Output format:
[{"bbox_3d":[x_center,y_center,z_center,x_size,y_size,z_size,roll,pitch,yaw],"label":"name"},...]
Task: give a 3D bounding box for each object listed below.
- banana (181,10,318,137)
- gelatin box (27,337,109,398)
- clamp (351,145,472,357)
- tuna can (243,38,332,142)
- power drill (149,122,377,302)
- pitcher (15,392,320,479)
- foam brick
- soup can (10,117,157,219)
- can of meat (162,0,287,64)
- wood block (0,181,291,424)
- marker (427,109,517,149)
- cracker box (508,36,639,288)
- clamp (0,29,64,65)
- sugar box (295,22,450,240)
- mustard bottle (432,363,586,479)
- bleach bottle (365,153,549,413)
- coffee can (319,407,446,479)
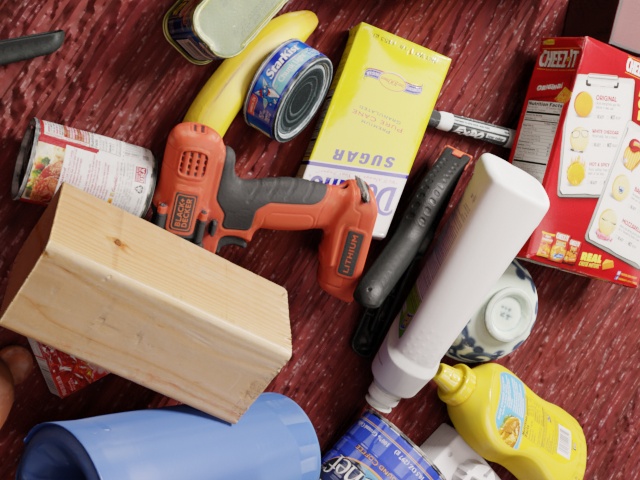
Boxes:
[{"bbox_3d":[-0.071,-0.129,0.919,0.037,0.069,0.198,33,85,16],"label":"banana"},{"bbox_3d":[-0.206,0.076,0.897,0.073,0.030,0.089,-28,109,-28],"label":"gelatin box"},{"bbox_3d":[0.080,0.007,0.983,0.036,0.165,0.209,27,64,10],"label":"clamp"},{"bbox_3d":[-0.027,-0.128,0.916,0.034,0.086,0.086,33,83,17],"label":"tuna can"},{"bbox_3d":[-0.056,0.001,0.908,0.187,0.057,0.184,9,116,-14],"label":"power drill"},{"bbox_3d":[-0.110,0.200,0.867,0.242,0.145,0.149,-5,73,-46],"label":"pitcher"},{"bbox_3d":[0.282,-0.208,1.038,0.051,0.078,0.053,11,95,-26],"label":"foam brick"},{"bbox_3d":[-0.192,-0.054,0.869,0.102,0.069,0.068,14,92,-24],"label":"soup can"},{"bbox_3d":[-0.075,-0.196,0.887,0.057,0.084,0.102,43,81,-22],"label":"can of meat"},{"bbox_3d":[-0.134,0.051,0.842,0.205,0.091,0.090,27,118,-21],"label":"wood block"},{"bbox_3d":[0.139,-0.109,1.025,0.121,0.020,0.020,11,94,-24],"label":"marker"},{"bbox_3d":[0.264,-0.074,1.046,0.163,0.072,0.214,14,92,-34],"label":"cracker box"},{"bbox_3d":[-0.287,-0.144,0.832,0.120,0.039,0.171,38,89,-19],"label":"clamp"},{"bbox_3d":[0.043,-0.097,0.965,0.093,0.048,0.176,20,88,-10],"label":"sugar box"},{"bbox_3d":[0.181,0.176,1.052,0.191,0.058,0.096,37,46,-24],"label":"mustard bottle"},{"bbox_3d":[0.114,0.048,0.977,0.068,0.102,0.251,28,108,-5],"label":"bleach bottle"},{"bbox_3d":[0.034,0.241,0.990,0.140,0.103,0.102,-46,112,-11],"label":"coffee can"}]
